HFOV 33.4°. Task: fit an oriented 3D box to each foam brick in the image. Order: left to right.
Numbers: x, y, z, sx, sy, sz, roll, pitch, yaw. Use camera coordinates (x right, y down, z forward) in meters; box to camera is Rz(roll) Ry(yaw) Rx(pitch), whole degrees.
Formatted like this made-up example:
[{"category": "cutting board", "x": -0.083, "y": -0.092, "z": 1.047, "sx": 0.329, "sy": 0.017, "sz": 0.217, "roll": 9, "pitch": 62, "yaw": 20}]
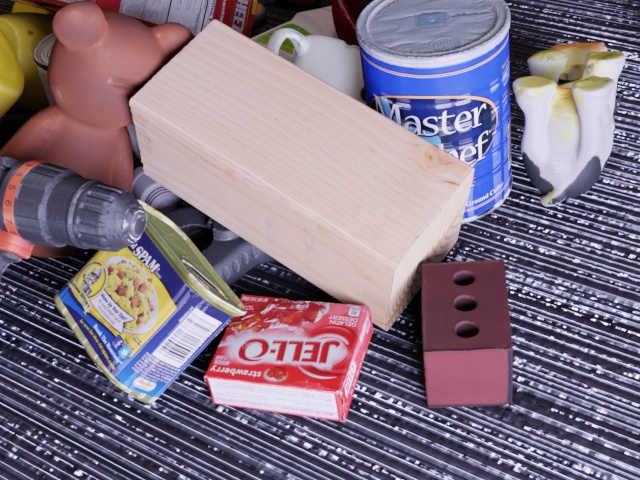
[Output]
[{"category": "foam brick", "x": 0.088, "y": 0.055, "z": 0.645, "sx": 0.053, "sy": 0.051, "sz": 0.078, "roll": -4, "pitch": 41, "yaw": 7}]

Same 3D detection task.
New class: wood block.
[{"category": "wood block", "x": -0.014, "y": -0.045, "z": 0.703, "sx": 0.206, "sy": 0.090, "sz": 0.090, "roll": 32, "pitch": 63, "yaw": 17}]

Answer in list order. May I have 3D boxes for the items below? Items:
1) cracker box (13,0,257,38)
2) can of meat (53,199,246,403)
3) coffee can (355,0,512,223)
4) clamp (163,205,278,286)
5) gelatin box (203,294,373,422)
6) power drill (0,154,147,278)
[{"category": "cracker box", "x": -0.179, "y": -0.221, "z": 0.919, "sx": 0.164, "sy": 0.072, "sz": 0.213, "roll": 18, "pitch": 9, "yaw": 29}, {"category": "can of meat", "x": -0.110, "y": 0.039, "z": 0.673, "sx": 0.084, "sy": 0.057, "sz": 0.102, "roll": -47, "pitch": 55, "yaw": 5}, {"category": "coffee can", "x": 0.083, "y": -0.095, "z": 0.752, "sx": 0.103, "sy": 0.140, "sz": 0.103, "roll": -6, "pitch": 41, "yaw": 5}, {"category": "clamp", "x": -0.055, "y": 0.001, "z": 0.751, "sx": 0.171, "sy": 0.039, "sz": 0.120, "roll": -31, "pitch": 44, "yaw": -21}, {"category": "gelatin box", "x": -0.018, "y": 0.071, "z": 0.666, "sx": 0.089, "sy": 0.030, "sz": 0.073, "roll": 5, "pitch": 43, "yaw": 17}, {"category": "power drill", "x": -0.209, "y": 0.037, "z": 0.660, "sx": 0.185, "sy": 0.057, "sz": 0.187, "roll": 12, "pitch": 77, "yaw": 25}]
